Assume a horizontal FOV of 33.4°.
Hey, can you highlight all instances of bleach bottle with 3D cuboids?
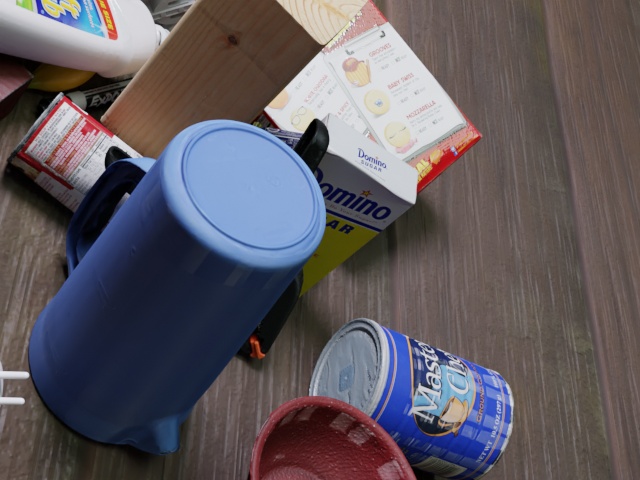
[{"bbox_3d":[-0.216,-0.188,0.830,0.250,0.068,0.102,7,63,-53],"label":"bleach bottle"}]

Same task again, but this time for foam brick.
[{"bbox_3d":[-0.271,-0.127,0.818,0.078,0.053,0.051,44,42,-7],"label":"foam brick"}]

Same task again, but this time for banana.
[{"bbox_3d":[-0.212,-0.192,0.928,0.069,0.037,0.197,30,45,-26],"label":"banana"}]

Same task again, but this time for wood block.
[{"bbox_3d":[-0.072,-0.138,0.830,0.091,0.206,0.090,45,42,-7],"label":"wood block"}]

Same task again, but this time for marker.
[{"bbox_3d":[-0.191,-0.122,0.910,0.120,0.020,0.020,-25,79,-48],"label":"marker"}]

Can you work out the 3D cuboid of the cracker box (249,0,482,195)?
[{"bbox_3d":[0.023,-0.125,1.019,0.164,0.072,0.213,-41,91,-22],"label":"cracker box"}]

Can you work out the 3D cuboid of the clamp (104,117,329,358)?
[{"bbox_3d":[-0.055,0.001,0.821,0.036,0.164,0.210,-93,168,-56],"label":"clamp"}]

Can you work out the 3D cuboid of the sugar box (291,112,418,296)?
[{"bbox_3d":[-0.012,-0.019,0.871,0.093,0.177,0.048,31,45,-21],"label":"sugar box"}]

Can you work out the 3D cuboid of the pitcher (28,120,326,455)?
[{"bbox_3d":[-0.102,0.022,0.714,0.149,0.243,0.145,31,46,-11],"label":"pitcher"}]

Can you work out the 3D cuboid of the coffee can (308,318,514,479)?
[{"bbox_3d":[0.075,0.135,0.891,0.140,0.103,0.103,24,48,-27],"label":"coffee can"}]

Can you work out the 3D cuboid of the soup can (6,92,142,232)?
[{"bbox_3d":[-0.182,-0.057,0.833,0.102,0.069,0.068,38,43,-14],"label":"soup can"}]

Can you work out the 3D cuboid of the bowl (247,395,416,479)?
[{"bbox_3d":[0.001,0.197,0.771,0.161,0.055,0.162,25,46,-29],"label":"bowl"}]
